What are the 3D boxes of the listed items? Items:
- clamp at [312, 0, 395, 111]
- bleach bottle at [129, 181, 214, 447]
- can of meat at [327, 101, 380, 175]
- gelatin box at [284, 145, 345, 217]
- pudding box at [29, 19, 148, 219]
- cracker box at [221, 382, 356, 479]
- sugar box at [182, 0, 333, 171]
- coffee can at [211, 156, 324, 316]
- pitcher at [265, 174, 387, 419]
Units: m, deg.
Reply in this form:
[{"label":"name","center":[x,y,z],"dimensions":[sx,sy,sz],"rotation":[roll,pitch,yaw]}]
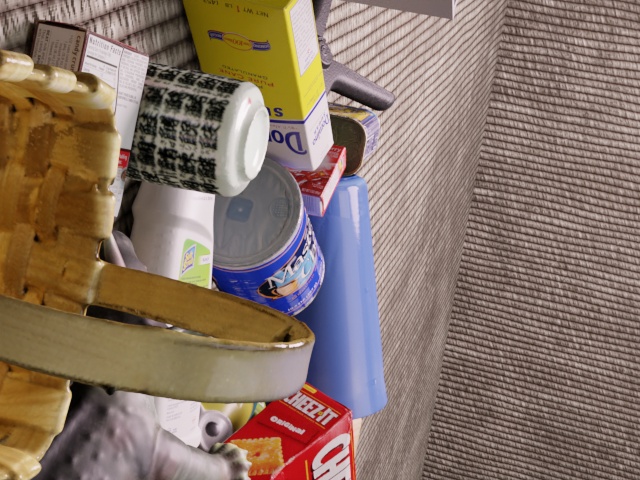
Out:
[{"label":"clamp","center":[-0.011,-0.184,1.003],"dimensions":[0.209,0.036,0.164],"rotation":[-27,99,-51]},{"label":"bleach bottle","center":[-0.117,0.041,0.817],"dimensions":[0.102,0.068,0.251],"rotation":[-12,112,-75]},{"label":"can of meat","center":[0.004,-0.108,1.076],"dimensions":[0.083,0.102,0.057],"rotation":[-46,147,-68]},{"label":"gelatin box","center":[-0.029,-0.064,1.008],"dimensions":[0.030,0.089,0.073],"rotation":[86,21,-45]},{"label":"pudding box","center":[-0.147,-0.069,0.645],"dimensions":[0.090,0.039,0.113],"rotation":[1,100,-75]},{"label":"cracker box","center":[-0.059,0.246,0.903],"dimensions":[0.213,0.072,0.164],"rotation":[-35,136,-35]},{"label":"sugar box","center":[-0.047,-0.134,0.840],"dimensions":[0.048,0.093,0.176],"rotation":[-57,154,-33]},{"label":"coffee can","center":[-0.056,0.001,0.931],"dimensions":[0.140,0.103,0.102],"rotation":[70,35,-66]},{"label":"pitcher","center":[0.003,0.054,1.096],"dimensions":[0.149,0.145,0.243],"rotation":[-151,-123,-74]}]
